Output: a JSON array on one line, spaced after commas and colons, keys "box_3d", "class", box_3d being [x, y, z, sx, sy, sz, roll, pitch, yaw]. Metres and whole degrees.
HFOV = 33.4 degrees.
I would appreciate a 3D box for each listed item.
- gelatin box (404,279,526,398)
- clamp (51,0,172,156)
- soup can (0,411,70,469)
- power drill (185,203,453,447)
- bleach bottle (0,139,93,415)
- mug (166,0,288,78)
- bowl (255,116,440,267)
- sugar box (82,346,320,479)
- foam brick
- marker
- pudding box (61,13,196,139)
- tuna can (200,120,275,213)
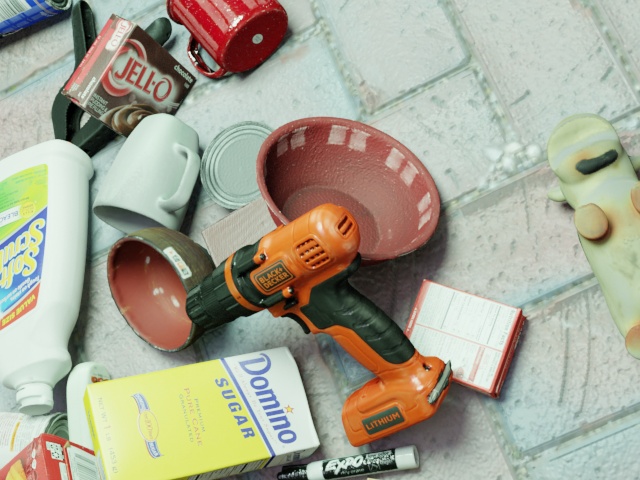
[{"box_3d": [0.115, 0.080, 0.875, 0.089, 0.030, 0.073, 17, 79, 23], "class": "gelatin box"}, {"box_3d": [-0.213, -0.157, 1.059, 0.120, 0.039, 0.171, 6, 82, 31], "class": "clamp"}, {"box_3d": [-0.275, 0.188, 0.965, 0.102, 0.068, 0.068, -2, 74, 19], "class": "soup can"}, {"box_3d": [-0.001, 0.075, 0.842, 0.185, 0.057, 0.187, -30, 107, 41], "class": "power drill"}, {"box_3d": [-0.258, 0.036, 0.985, 0.103, 0.068, 0.251, -19, 60, 18], "class": "bleach bottle"}, {"box_3d": [-0.090, -0.205, 1.009, 0.081, 0.093, 0.117, 50, 125, 20], "class": "mug"}, {"box_3d": [0.017, -0.031, 0.904, 0.162, 0.055, 0.162, 11, 47, -12], "class": "bowl"}, {"box_3d": [-0.097, 0.149, 0.874, 0.176, 0.048, 0.093, -11, 67, -19], "class": "sugar box"}, {"box_3d": [-0.056, 0.001, 0.948, 0.078, 0.053, 0.051, -30, 67, 10], "class": "foam brick"}, {"box_3d": [0.021, 0.188, 0.883, 0.121, 0.020, 0.020, -13, 70, 16], "class": "marker"}, {"box_3d": [-0.178, -0.146, 1.003, 0.039, 0.113, 0.090, 31, 86, 28], "class": "pudding box"}, {"box_3d": [-0.065, -0.065, 0.981, 0.086, 0.033, 0.086, -6, 73, 18], "class": "tuna can"}]
